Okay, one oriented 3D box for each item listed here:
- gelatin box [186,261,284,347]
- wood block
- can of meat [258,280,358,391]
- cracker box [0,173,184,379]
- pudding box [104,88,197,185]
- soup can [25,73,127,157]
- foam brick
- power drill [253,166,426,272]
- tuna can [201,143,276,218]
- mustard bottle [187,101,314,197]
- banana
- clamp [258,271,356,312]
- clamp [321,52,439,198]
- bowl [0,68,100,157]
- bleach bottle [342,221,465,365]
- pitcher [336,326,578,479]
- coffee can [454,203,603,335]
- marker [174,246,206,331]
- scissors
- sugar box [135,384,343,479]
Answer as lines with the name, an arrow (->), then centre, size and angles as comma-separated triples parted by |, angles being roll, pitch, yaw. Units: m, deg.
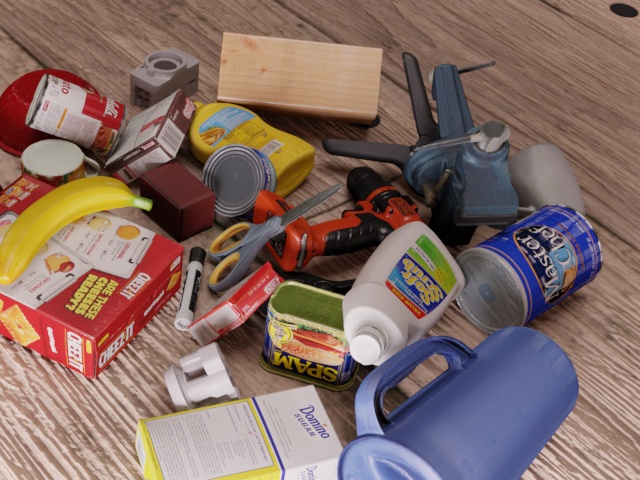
gelatin box -> -0.087, 0.067, 1.096 | 0.030, 0.089, 0.073 | 51, 47, -5
wood block -> -0.028, -0.210, 1.399 | 0.206, 0.090, 0.091 | 5, -2, -4
can of meat -> -0.007, 0.095, 1.079 | 0.102, 0.084, 0.057 | 16, 41, 8
cracker box -> -0.276, 0.033, 1.115 | 0.214, 0.072, 0.164 | 24, 43, 16
pudding box -> -0.205, -0.126, 1.299 | 0.090, 0.039, 0.113 | -26, 28, 29
soup can -> -0.291, -0.149, 1.274 | 0.102, 0.069, 0.068 | 21, 36, -23
foam brick -> -0.166, -0.046, 1.238 | 0.051, 0.053, 0.078 | -28, 54, -35
power drill -> 0.022, -0.028, 1.232 | 0.187, 0.057, 0.185 | -7, 35, -26
tuna can -> -0.095, -0.069, 1.252 | 0.086, 0.086, 0.033 | 32, 11, 25
mustard bottle -> -0.107, -0.123, 1.332 | 0.192, 0.058, 0.096 | 32, 55, 25
banana -> -0.265, -0.022, 1.094 | 0.070, 0.037, 0.197 | 34, 46, 25
clamp -> 0.008, 0.069, 1.141 | 0.171, 0.039, 0.120 | 1, 23, -6
clamp -> 0.117, -0.110, 1.334 | 0.164, 0.036, 0.210 | -41, 83, -2
bowl -> -0.340, -0.169, 1.349 | 0.162, 0.055, 0.162 | 5, 40, -5
bleach bottle -> 0.078, 0.063, 1.050 | 0.102, 0.068, 0.250 | 55, 24, -6
pitcher -> 0.132, 0.168, 0.978 | 0.145, 0.149, 0.242 | 32, 43, 25
coffee can -> 0.228, 0.031, 1.179 | 0.140, 0.103, 0.103 | -27, 52, -34
marker -> -0.140, 0.049, 1.159 | 0.020, 0.020, 0.121 | 7, 41, -2
scissors -> -0.057, 0.001, 1.135 | 0.016, 0.202, 0.096 | 37, 55, -30
sugar box -> -0.074, 0.194, 0.985 | 0.176, 0.048, 0.093 | -6, 43, -22
